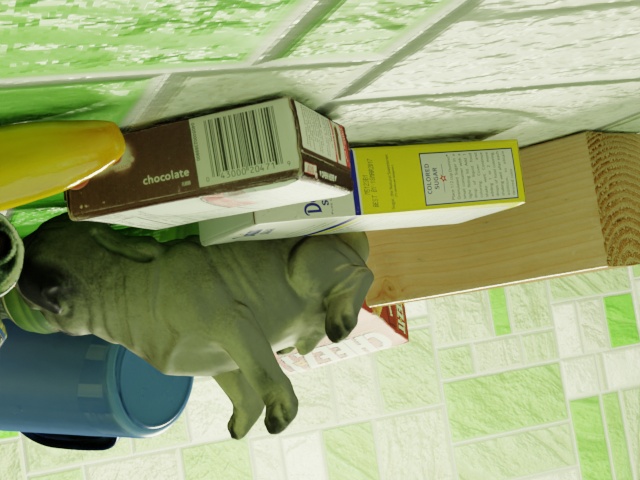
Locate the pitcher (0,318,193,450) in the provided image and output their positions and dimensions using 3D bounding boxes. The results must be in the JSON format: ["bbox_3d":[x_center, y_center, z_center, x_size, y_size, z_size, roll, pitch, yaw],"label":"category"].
[{"bbox_3d":[-0.230,0.120,0.957,0.243,0.145,0.149,0,171,35],"label":"pitcher"}]

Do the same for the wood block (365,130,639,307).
[{"bbox_3d":[0.132,-0.011,0.778,0.207,0.091,0.090,-14,174,43],"label":"wood block"}]

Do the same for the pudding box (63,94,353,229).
[{"bbox_3d":[-0.050,-0.033,0.498,0.114,0.039,0.090,-8,176,16],"label":"pudding box"}]

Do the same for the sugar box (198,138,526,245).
[{"bbox_3d":[0.023,-0.029,0.637,0.176,0.048,0.093,-3,174,-25],"label":"sugar box"}]

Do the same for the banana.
[{"bbox_3d":[-0.175,-0.021,0.399,0.197,0.037,0.070,-6,176,-28],"label":"banana"}]
